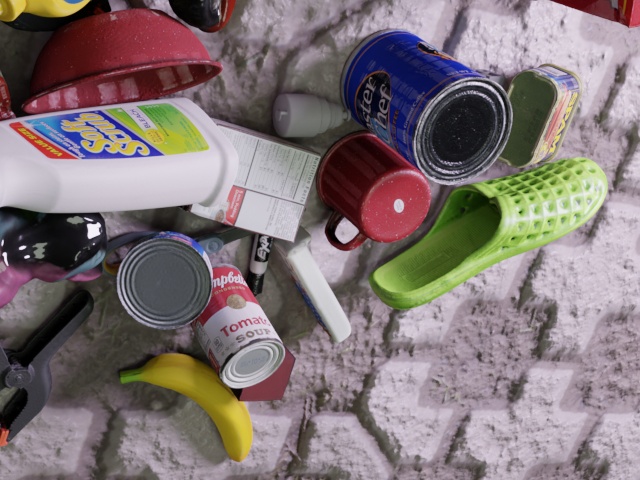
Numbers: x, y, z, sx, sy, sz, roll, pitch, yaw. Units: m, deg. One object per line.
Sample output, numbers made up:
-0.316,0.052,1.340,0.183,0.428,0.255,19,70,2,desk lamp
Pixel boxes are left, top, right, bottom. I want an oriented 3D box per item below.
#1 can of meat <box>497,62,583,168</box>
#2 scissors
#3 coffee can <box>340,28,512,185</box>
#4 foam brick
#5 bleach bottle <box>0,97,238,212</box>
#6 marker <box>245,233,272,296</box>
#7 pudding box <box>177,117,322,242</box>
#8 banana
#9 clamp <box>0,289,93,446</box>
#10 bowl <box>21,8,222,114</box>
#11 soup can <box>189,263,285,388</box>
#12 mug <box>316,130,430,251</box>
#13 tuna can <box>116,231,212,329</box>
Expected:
0.217,-0.126,1.085,0.083,0.057,0.102,-21,134,-60,can of meat
-0.112,0.020,1.025,0.201,0.016,0.096,-7,125,-19,scissors
0.095,-0.126,0.985,0.102,0.140,0.103,-14,123,-22,coffee can
-0.069,0.120,1.078,0.051,0.078,0.053,3,116,-32,foam brick
-0.191,-0.059,0.848,0.250,0.103,0.068,-13,142,-44,bleach bottle
-0.057,0.001,1.053,0.020,0.020,0.121,-1,118,-29,marker
-0.064,-0.055,0.984,0.113,0.039,0.090,15,97,-25,pudding box
-0.119,0.168,1.108,0.070,0.037,0.197,-27,130,22,banana
-0.273,0.112,0.985,0.120,0.039,0.172,-2,123,-23,clamp
-0.162,-0.145,0.847,0.161,0.162,0.055,-13,92,-22,bowl
-0.085,0.081,1.012,0.068,0.102,0.068,-21,142,-18,soup can
0.047,-0.040,1.047,0.093,0.082,0.117,34,98,-38,mug
-0.141,0.035,0.971,0.086,0.034,0.086,-1,103,-3,tuna can
